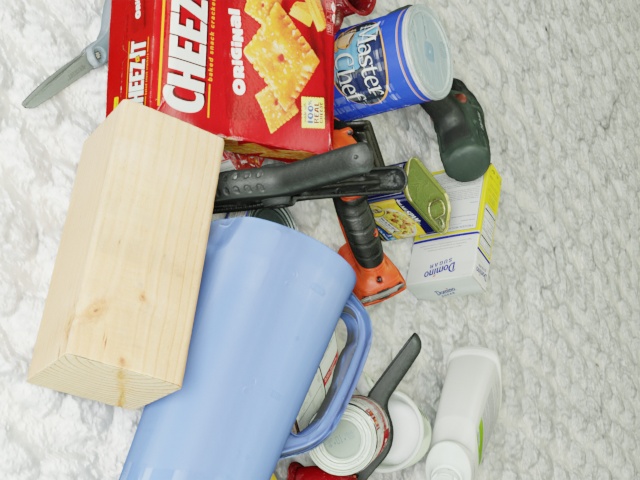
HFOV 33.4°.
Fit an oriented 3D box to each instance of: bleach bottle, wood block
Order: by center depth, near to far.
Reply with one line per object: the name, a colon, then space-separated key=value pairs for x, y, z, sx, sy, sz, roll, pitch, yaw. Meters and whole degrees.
wood block: x=-0.145 y=0.012 z=0.811 sx=0.090 sy=0.091 sz=0.206 roll=21 pitch=61 yaw=-27
bleach bottle: x=0.160 y=0.213 z=1.213 sx=0.250 sy=0.068 sz=0.102 roll=-46 pitch=133 yaw=-67

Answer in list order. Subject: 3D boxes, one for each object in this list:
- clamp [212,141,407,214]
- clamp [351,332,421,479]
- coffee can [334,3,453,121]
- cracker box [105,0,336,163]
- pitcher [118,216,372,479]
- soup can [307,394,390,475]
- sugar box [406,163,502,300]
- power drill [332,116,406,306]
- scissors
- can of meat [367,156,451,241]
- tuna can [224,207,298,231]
clamp: x=-0.029 y=-0.047 z=0.929 sx=0.164 sy=0.210 sz=0.036 roll=10 pitch=73 yaw=-68
clamp: x=0.046 y=0.166 z=1.076 sx=0.039 sy=0.120 sz=0.171 roll=34 pitch=52 yaw=-84
coffee can: x=0.059 y=-0.188 z=1.158 sx=0.102 sy=0.141 sz=0.103 roll=22 pitch=63 yaw=-53
cracker box: x=-0.079 y=-0.164 z=0.938 sx=0.213 sy=0.072 sz=0.164 roll=7 pitch=82 yaw=-46
pitcher: x=-0.061 y=0.116 z=0.862 sx=0.145 sy=0.149 sz=0.242 roll=65 pitch=43 yaw=-63
soup can: x=0.027 y=0.182 z=1.003 sx=0.102 sy=0.068 sz=0.068 roll=27 pitch=56 yaw=-79
sugar box: x=0.167 y=-0.012 z=1.320 sx=0.048 sy=0.093 sz=0.176 roll=45 pitch=47 yaw=-41
power drill: x=0.023 y=-0.039 z=1.095 sx=0.184 sy=0.057 sz=0.187 roll=-119 pitch=-172 yaw=-59
scissors: x=-0.176 y=-0.144 z=0.899 sx=0.096 sy=0.016 sz=0.201 roll=54 pitch=41 yaw=-34
can of meat: x=0.088 y=-0.043 z=1.214 sx=0.102 sy=0.084 sz=0.057 roll=43 pitch=47 yaw=-43
tuna can: x=-0.057 y=0.001 z=1.025 sx=0.086 sy=0.034 sz=0.086 roll=22 pitch=63 yaw=-53
